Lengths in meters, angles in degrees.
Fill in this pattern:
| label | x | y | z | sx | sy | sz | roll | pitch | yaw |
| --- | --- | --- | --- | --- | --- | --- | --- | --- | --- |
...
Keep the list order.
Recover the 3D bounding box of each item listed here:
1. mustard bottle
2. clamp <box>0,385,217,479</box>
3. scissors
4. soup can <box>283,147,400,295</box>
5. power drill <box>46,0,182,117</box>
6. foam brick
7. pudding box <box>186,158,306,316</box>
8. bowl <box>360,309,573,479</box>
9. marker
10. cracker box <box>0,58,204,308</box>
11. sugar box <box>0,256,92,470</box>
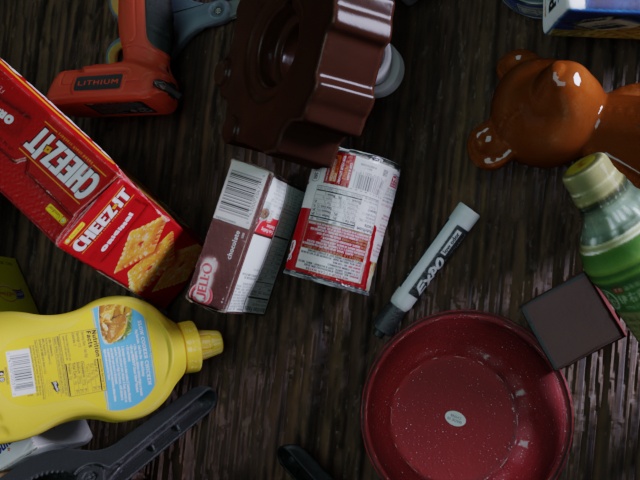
| label | x | y | z | sx | sy | sz | roll | pitch | yaw |
| --- | --- | --- | --- | --- | --- | --- | --- | --- | --- |
| mustard bottle | -0.168 | 0.092 | 0.813 | 0.191 | 0.058 | 0.096 | -8 | 80 | -20 |
| clamp | -0.158 | 0.190 | 0.780 | 0.209 | 0.036 | 0.165 | -16 | 35 | -12 |
| scissors | -0.097 | -0.204 | 0.893 | 0.202 | 0.016 | 0.096 | -25 | 78 | 13 |
| soup can | 0.017 | -0.015 | 0.811 | 0.069 | 0.068 | 0.102 | 14 | 89 | 18 |
| power drill | -0.178 | -0.198 | 0.879 | 0.185 | 0.057 | 0.187 | 1 | 83 | 19 |
| foam brick | 0.178 | 0.057 | 0.749 | 0.053 | 0.078 | 0.051 | -31 | 77 | 14 |
| pudding box | -0.055 | 0.001 | 0.821 | 0.039 | 0.090 | 0.113 | 20 | 90 | 16 |
| bowl | 0.101 | 0.130 | 0.778 | 0.162 | 0.055 | 0.162 | -2 | 84 | 17 |
| marker | 0.078 | 0.025 | 0.814 | 0.020 | 0.020 | 0.121 | 38 | 96 | 17 |
| cracker box | -0.185 | -0.042 | 0.800 | 0.164 | 0.213 | 0.072 | 40 | 85 | 18 |
| sugar box | -0.255 | 0.096 | 0.873 | 0.048 | 0.093 | 0.176 | -32 | 77 | 12 |
